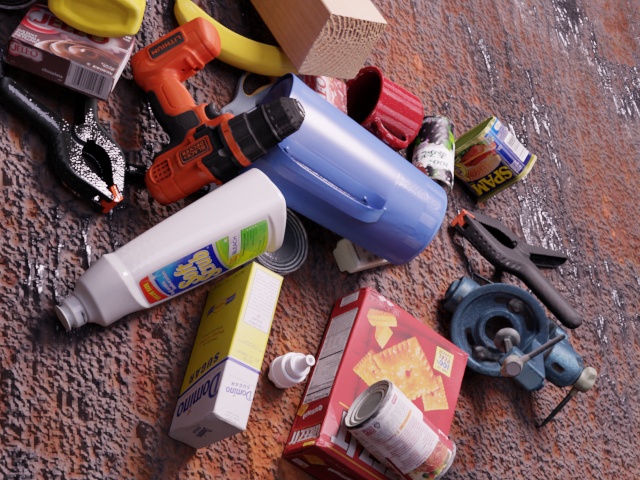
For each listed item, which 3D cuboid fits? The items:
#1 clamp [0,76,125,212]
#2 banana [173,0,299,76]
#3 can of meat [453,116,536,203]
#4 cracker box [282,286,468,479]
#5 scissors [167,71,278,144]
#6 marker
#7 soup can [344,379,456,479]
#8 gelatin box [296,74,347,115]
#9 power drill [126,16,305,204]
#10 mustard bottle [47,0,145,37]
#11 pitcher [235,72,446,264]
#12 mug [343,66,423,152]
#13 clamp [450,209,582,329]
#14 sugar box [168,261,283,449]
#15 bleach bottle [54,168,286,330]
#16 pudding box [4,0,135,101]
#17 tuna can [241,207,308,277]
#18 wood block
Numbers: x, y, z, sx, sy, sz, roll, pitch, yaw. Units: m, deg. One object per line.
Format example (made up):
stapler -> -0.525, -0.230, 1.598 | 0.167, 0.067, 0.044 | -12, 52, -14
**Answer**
clamp -> -0.248, -0.113, 1.116 | 0.120, 0.039, 0.171 | -35, 92, -40
banana -> -0.098, -0.239, 1.277 | 0.197, 0.037, 0.069 | 28, 68, -13
can of meat -> 0.226, -0.111, 1.450 | 0.084, 0.102, 0.057 | 45, 49, -10
cracker box -> 0.069, 0.183, 1.204 | 0.164, 0.072, 0.213 | 35, 52, -20
scissors -> -0.095, -0.137, 1.263 | 0.096, 0.016, 0.201 | 46, 49, -12
marker -> -0.164, -0.067, 1.172 | 0.120, 0.020, 0.020 | 10, 64, -35
soup can -> 0.082, 0.203, 1.113 | 0.102, 0.069, 0.068 | 45, 49, -13
gelatin box -> -0.001, -0.172, 1.334 | 0.073, 0.030, 0.089 | 28, 48, -35
power drill -> -0.120, -0.148, 1.138 | 0.057, 0.184, 0.188 | 49, 16, -56
mustard bottle -> -0.233, -0.284, 1.162 | 0.096, 0.058, 0.191 | 14, 30, -11
pitcher -> 0.024, -0.069, 1.214 | 0.242, 0.145, 0.149 | 31, 60, -19
mug -> 0.080, -0.156, 1.356 | 0.081, 0.093, 0.117 | 25, 27, -33
clamp -> 0.268, 0.019, 1.452 | 0.210, 0.036, 0.164 | 36, 27, -9
sugar box -> -0.097, 0.117, 1.089 | 0.048, 0.094, 0.176 | 32, 53, -23
bleach bottle -> -0.152, 0.021, 1.084 | 0.250, 0.103, 0.068 | -31, 64, -25
pudding box -> -0.259, -0.199, 1.112 | 0.113, 0.039, 0.090 | 23, 38, -10
tuna can -> -0.058, 0.001, 1.215 | 0.086, 0.034, 0.086 | 17, 60, -32
wood block -> -0.019, -0.300, 1.302 | 0.090, 0.090, 0.206 | -1, 48, -39
